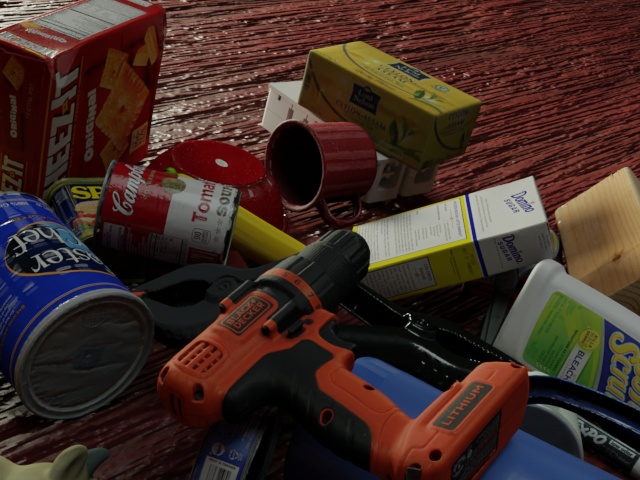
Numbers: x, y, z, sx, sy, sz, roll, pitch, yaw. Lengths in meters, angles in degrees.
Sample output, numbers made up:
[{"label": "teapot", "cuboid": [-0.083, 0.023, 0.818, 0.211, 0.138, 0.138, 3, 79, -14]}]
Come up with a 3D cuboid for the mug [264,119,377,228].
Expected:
[{"label": "mug", "cuboid": [0.008, -0.067, 1.078, 0.081, 0.093, 0.117, -9, 69, -42]}]

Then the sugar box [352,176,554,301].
[{"label": "sugar box", "cuboid": [0.116, 0.002, 0.958, 0.176, 0.048, 0.093, -13, 28, 11]}]

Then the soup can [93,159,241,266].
[{"label": "soup can", "cuboid": [-0.117, -0.018, 0.825, 0.102, 0.068, 0.068, 13, 28, -4]}]

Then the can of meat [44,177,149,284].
[{"label": "can of meat", "cuboid": [-0.174, -0.007, 0.902, 0.101, 0.057, 0.084, -2, 36, -29]}]

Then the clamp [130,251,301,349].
[{"label": "clamp", "cuboid": [-0.057, 0.039, 0.768, 0.172, 0.039, 0.120, 4, 32, 21]}]

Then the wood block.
[{"label": "wood block", "cuboid": [0.291, 0.026, 1.009, 0.090, 0.091, 0.206, 49, 23, -18]}]

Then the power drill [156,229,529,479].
[{"label": "power drill", "cuboid": [0.025, 0.074, 0.637, 0.188, 0.057, 0.184, 23, 47, 30]}]

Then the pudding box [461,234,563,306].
[{"label": "pudding box", "cuboid": [0.190, 0.022, 1.050, 0.090, 0.039, 0.113, 17, 29, 3]}]

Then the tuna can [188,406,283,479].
[{"label": "tuna can", "cuboid": [-0.054, 0.138, 0.670, 0.034, 0.086, 0.086, 19, 28, 9]}]

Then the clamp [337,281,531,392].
[{"label": "clamp", "cuboid": [0.068, 0.074, 0.859, 0.209, 0.036, 0.164, 20, 20, -15]}]

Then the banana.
[{"label": "banana", "cuboid": [-0.064, -0.005, 0.933, 0.197, 0.037, 0.070, 31, 2, -21]}]

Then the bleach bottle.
[{"label": "bleach bottle", "cuboid": [0.268, 0.116, 0.857, 0.251, 0.102, 0.068, 30, 6, 24]}]

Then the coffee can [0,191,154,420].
[{"label": "coffee can", "cuboid": [-0.197, 0.043, 0.750, 0.102, 0.103, 0.140, -12, 38, -41]}]

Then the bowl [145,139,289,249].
[{"label": "bowl", "cuboid": [-0.102, -0.051, 1.018, 0.162, 0.055, 0.162, 13, 29, -7]}]

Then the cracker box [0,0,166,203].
[{"label": "cracker box", "cuboid": [-0.223, -0.123, 0.969, 0.072, 0.164, 0.213, 20, 28, 12]}]

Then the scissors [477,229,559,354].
[{"label": "scissors", "cuboid": [0.154, 0.030, 0.977, 0.096, 0.016, 0.201, 30, 41, 21]}]
